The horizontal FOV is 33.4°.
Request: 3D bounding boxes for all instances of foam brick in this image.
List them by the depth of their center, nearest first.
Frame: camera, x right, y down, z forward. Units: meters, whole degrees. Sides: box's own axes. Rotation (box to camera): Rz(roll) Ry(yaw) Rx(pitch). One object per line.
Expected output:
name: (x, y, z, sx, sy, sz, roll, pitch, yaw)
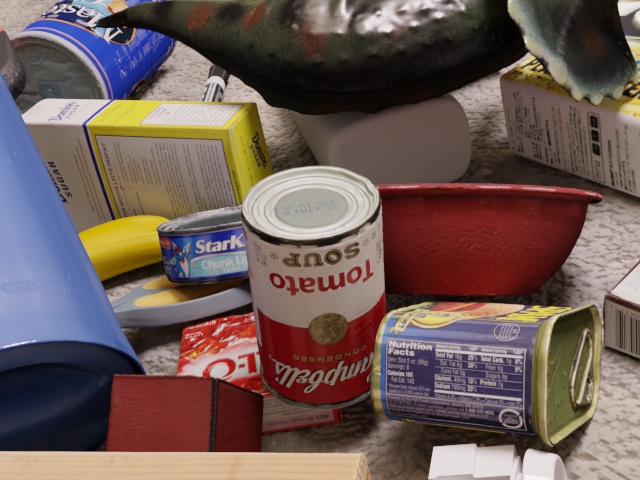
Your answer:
foam brick: (-0.062, 0.094, 0.507, 0.053, 0.078, 0.051, -1, 76, 12)

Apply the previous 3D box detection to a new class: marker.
marker: (-0.092, -0.116, 0.891, 0.020, 0.020, 0.121, -7, 34, 10)

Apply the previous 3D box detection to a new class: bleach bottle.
bleach bottle: (0.025, -0.115, 0.811, 0.102, 0.068, 0.251, -15, 31, -5)

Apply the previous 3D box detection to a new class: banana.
banana: (-0.170, 0.025, 0.686, 0.197, 0.037, 0.070, -26, 17, -17)

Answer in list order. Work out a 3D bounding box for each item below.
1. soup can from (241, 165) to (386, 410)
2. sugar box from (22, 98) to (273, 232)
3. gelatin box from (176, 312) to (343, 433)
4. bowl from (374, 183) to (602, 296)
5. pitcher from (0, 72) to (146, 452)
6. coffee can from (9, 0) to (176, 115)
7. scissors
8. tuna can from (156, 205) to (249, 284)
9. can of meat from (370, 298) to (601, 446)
soup can: (-0.001, 0.023, 0.525, 0.068, 0.102, 0.068, -3, 34, 2)
sugar box: (-0.119, -0.048, 0.735, 0.176, 0.093, 0.048, 7, 36, 27)
gelatin box: (-0.033, 0.071, 0.585, 0.089, 0.030, 0.073, -10, 34, 6)
bowl: (0.072, 0.002, 0.587, 0.162, 0.055, 0.162, 1, -1, 0)
pitcher: (-0.199, 0.003, 0.557, 0.145, 0.149, 0.243, -26, 58, -5)
coffee can: (-0.198, -0.161, 0.920, 0.103, 0.103, 0.140, 2, 36, 22)
scissors: (-0.137, 0.045, 0.645, 0.202, 0.016, 0.096, -11, 11, 3)
tuna can: (-0.054, 0.001, 0.646, 0.086, 0.034, 0.086, -9, 9, 1)
can of meat: (0.081, 0.059, 0.511, 0.084, 0.057, 0.101, 2, 3, 28)
